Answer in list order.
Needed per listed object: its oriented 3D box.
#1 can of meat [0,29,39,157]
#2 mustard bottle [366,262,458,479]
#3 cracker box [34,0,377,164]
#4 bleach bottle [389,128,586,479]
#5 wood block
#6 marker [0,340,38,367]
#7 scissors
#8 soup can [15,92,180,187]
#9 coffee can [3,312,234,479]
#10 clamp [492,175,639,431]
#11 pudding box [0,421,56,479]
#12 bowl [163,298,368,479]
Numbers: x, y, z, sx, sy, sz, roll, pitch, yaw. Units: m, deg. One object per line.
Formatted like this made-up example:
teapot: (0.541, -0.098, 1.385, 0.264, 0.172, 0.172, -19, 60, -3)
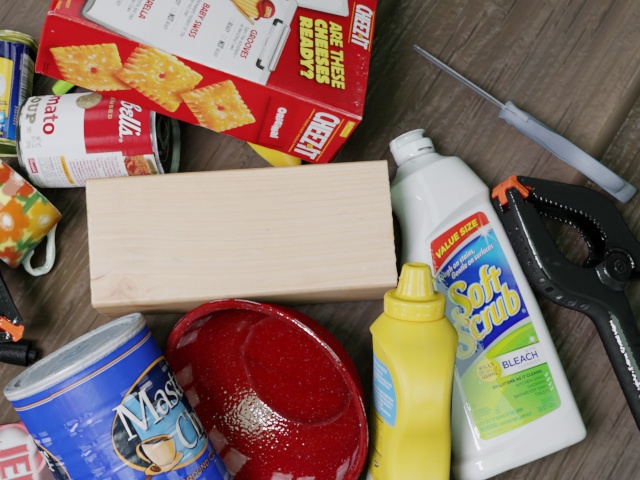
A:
can of meat: (-0.262, -0.108, 0.782, 0.102, 0.057, 0.084, 4, 83, -2)
mustard bottle: (0.060, 0.109, 0.718, 0.058, 0.096, 0.192, 0, 103, -5)
cracker box: (-0.072, -0.161, 0.749, 0.213, 0.072, 0.164, 18, 56, -14)
bleach bottle: (0.101, 0.041, 0.779, 0.102, 0.068, 0.251, -19, 81, -10)
wood block: (-0.055, 0.001, 0.761, 0.206, 0.090, 0.091, -4, 81, -4)
marker: (-0.266, 0.075, 0.772, 0.121, 0.020, 0.020, 8, 81, -2)
scissors: (0.151, -0.088, 0.791, 0.202, 0.096, 0.016, 34, 100, -1)
soup can: (-0.158, -0.074, 0.769, 0.102, 0.068, 0.068, -3, 81, 8)
coffee can: (-0.131, 0.134, 0.714, 0.102, 0.103, 0.140, -29, 98, -7)
clamp: (0.217, 0.020, 0.779, 0.210, 0.036, 0.164, 45, 63, -1)
pudding box: (-0.216, 0.185, 0.748, 0.090, 0.039, 0.113, -9, 82, -5)
bowl: (-0.029, 0.103, 0.740, 0.162, 0.055, 0.162, 13, 118, 25)
